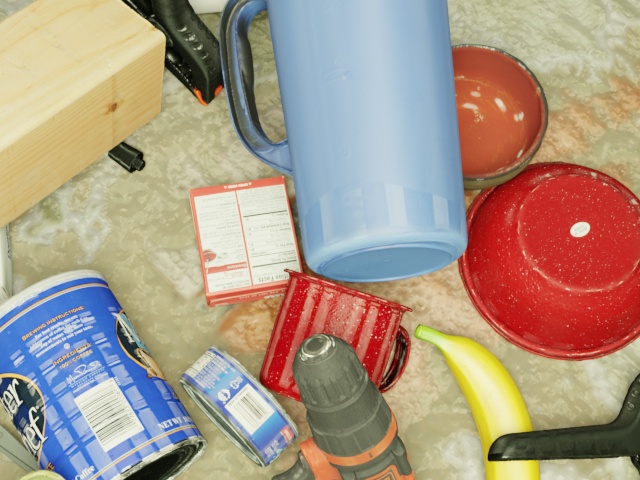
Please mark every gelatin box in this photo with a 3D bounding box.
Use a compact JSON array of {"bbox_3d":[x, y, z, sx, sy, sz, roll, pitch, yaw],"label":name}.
[{"bbox_3d":[-0.055,0.001,0.794,0.073,0.030,0.089,-9,70,-7],"label":"gelatin box"}]

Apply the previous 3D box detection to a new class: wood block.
[{"bbox_3d":[-0.215,-0.089,0.756,0.090,0.091,0.205,39,57,15],"label":"wood block"}]

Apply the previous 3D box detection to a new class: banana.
[{"bbox_3d":[0.118,0.150,0.737,0.069,0.037,0.198,-10,72,-9],"label":"banana"}]

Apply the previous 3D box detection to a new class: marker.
[{"bbox_3d":[-0.187,-0.088,0.831,0.121,0.020,0.020,32,71,10],"label":"marker"}]

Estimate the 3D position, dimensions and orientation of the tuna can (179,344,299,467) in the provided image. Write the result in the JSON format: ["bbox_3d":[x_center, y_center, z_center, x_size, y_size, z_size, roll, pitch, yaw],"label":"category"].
[{"bbox_3d":[-0.056,0.113,0.721,0.086,0.086,0.033,42,74,13],"label":"tuna can"}]

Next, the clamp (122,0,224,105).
[{"bbox_3d":[-0.110,-0.165,0.784,0.039,0.171,0.120,-47,39,-10],"label":"clamp"}]

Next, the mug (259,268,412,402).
[{"bbox_3d":[0.016,0.074,0.739,0.093,0.117,0.081,15,86,50],"label":"mug"}]

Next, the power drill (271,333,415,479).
[{"bbox_3d":[-0.033,0.160,0.668,0.187,0.184,0.057,-27,35,-5],"label":"power drill"}]

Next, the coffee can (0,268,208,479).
[{"bbox_3d":[-0.155,0.105,0.712,0.102,0.103,0.140,-32,73,-13],"label":"coffee can"}]

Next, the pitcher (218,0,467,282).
[{"bbox_3d":[0.022,-0.097,0.734,0.144,0.149,0.243,2,73,-24],"label":"pitcher"}]

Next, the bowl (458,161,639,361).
[{"bbox_3d":[0.185,0.004,0.787,0.162,0.055,0.162,1,68,-2],"label":"bowl"}]
